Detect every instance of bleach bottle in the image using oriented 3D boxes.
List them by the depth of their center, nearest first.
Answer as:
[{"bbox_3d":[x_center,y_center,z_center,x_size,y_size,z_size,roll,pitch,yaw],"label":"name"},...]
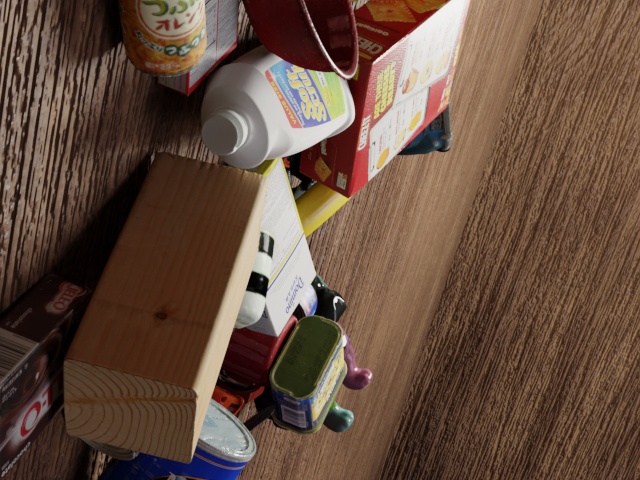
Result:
[{"bbox_3d":[-0.038,-0.106,0.868,0.250,0.068,0.102,-53,125,-66],"label":"bleach bottle"}]

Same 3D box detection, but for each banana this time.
[{"bbox_3d":[-0.001,-0.043,1.137,0.197,0.037,0.070,-41,-169,-14],"label":"banana"}]

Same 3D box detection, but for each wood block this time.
[{"bbox_3d":[-0.107,0.042,0.770,0.090,0.091,0.206,102,3,-46],"label":"wood block"}]

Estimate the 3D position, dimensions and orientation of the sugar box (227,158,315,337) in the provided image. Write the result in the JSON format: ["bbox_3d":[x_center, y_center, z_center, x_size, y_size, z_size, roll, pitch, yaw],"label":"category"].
[{"bbox_3d":[-0.057,0.001,1.030,0.093,0.048,0.176,-57,150,-36],"label":"sugar box"}]

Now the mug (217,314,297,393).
[{"bbox_3d":[-0.078,0.113,1.125,0.093,0.081,0.117,-45,154,-59],"label":"mug"}]

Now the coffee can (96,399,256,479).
[{"bbox_3d":[-0.137,0.211,0.934,0.140,0.103,0.102,-56,169,9],"label":"coffee can"}]

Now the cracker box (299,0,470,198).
[{"bbox_3d":[0.068,-0.169,1.087,0.213,0.072,0.164,-43,153,-41],"label":"cracker box"}]

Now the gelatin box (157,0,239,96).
[{"bbox_3d":[-0.088,-0.160,0.765,0.073,0.030,0.089,-55,162,-40],"label":"gelatin box"}]

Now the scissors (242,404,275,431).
[{"bbox_3d":[-0.101,0.230,1.163,0.202,0.016,0.096,-28,-143,65],"label":"scissors"}]

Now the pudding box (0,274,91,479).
[{"bbox_3d":[-0.196,0.090,0.707,0.113,0.039,0.090,-53,160,-51],"label":"pudding box"}]

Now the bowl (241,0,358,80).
[{"bbox_3d":[-0.023,-0.195,0.821,0.162,0.055,0.162,-13,90,-73],"label":"bowl"}]

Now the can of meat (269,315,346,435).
[{"bbox_3d":[-0.013,0.140,1.120,0.084,0.057,0.102,87,27,-56],"label":"can of meat"}]
